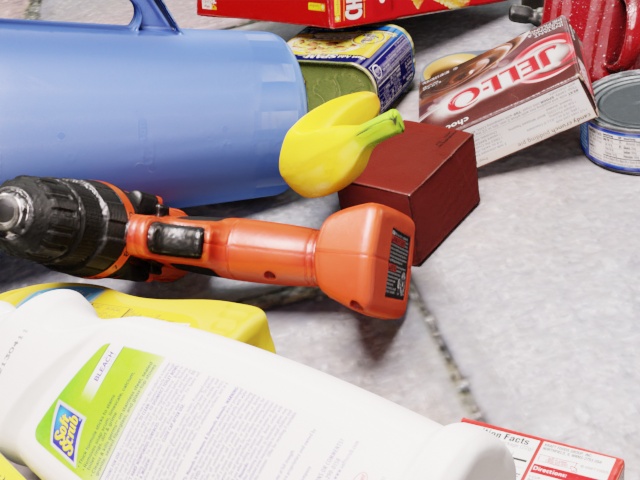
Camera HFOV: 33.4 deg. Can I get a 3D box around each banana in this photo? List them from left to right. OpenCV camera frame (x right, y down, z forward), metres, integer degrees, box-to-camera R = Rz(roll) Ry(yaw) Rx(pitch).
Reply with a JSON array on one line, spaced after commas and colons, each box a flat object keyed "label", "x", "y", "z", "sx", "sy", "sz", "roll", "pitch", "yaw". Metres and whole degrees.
[{"label": "banana", "x": 0.010, "y": -0.055, "z": 0.603, "sx": 0.069, "sy": 0.037, "sz": 0.198, "roll": -21, "pitch": 12, "yaw": 3}]

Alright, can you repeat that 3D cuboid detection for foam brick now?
[{"label": "foam brick", "x": 0.055, "y": -0.030, "z": 0.644, "sx": 0.053, "sy": 0.051, "sz": 0.078, "roll": 16, "pitch": 42, "yaw": 34}]

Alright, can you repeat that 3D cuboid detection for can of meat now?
[{"label": "can of meat", "x": 0.012, "y": -0.123, "z": 0.796, "sx": 0.102, "sy": 0.057, "sz": 0.083, "roll": 8, "pitch": 35, "yaw": 25}]

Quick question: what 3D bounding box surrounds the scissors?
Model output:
[{"label": "scissors", "x": 0.140, "y": -0.151, "z": 0.834, "sx": 0.096, "sy": 0.016, "sz": 0.201, "roll": 8, "pitch": 37, "yaw": 18}]

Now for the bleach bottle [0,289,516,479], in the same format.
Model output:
[{"label": "bleach bottle", "x": -0.055, "y": 0.074, "z": 0.432, "sx": 0.251, "sy": 0.068, "sz": 0.102, "roll": 23, "pitch": 78, "yaw": 33}]

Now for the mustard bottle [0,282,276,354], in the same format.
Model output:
[{"label": "mustard bottle", "x": -0.126, "y": 0.063, "z": 0.548, "sx": 0.192, "sy": 0.058, "sz": 0.096, "roll": 7, "pitch": 42, "yaw": 25}]

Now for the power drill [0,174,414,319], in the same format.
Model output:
[{"label": "power drill", "x": -0.054, "y": 0.001, "z": 0.553, "sx": 0.188, "sy": 0.057, "sz": 0.184, "roll": 7, "pitch": -1, "yaw": 18}]

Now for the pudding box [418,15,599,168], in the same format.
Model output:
[{"label": "pudding box", "x": 0.120, "y": -0.093, "z": 0.701, "sx": 0.114, "sy": 0.039, "sz": 0.090, "roll": -25, "pitch": 28, "yaw": 21}]

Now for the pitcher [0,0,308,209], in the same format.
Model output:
[{"label": "pitcher", "x": -0.134, "y": -0.083, "z": 0.655, "sx": 0.242, "sy": 0.149, "sz": 0.145, "roll": -6, "pitch": 69, "yaw": -24}]

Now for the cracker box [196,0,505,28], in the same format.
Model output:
[{"label": "cracker box", "x": 0.030, "y": -0.222, "z": 0.870, "sx": 0.213, "sy": 0.072, "sz": 0.164, "roll": -17, "pitch": 23, "yaw": -40}]
